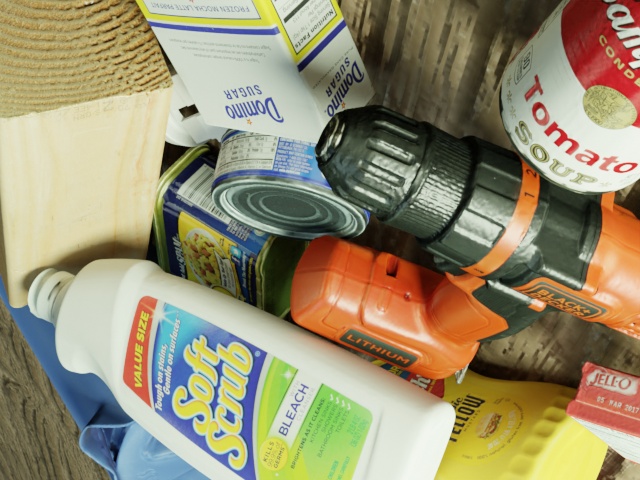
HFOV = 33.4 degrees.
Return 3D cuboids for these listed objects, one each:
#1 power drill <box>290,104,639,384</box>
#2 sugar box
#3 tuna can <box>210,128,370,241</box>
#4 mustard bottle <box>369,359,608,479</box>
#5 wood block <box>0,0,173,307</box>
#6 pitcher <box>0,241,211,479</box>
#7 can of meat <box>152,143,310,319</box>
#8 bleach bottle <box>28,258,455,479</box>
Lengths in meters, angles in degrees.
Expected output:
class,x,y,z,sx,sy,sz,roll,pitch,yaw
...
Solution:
class,x,y,z,sx,sy,sz,roll,pitch,yaw
power drill,0.054,0.011,0.493,0.184,0.057,0.188,25,159,-16
sugar box,-0.048,-0.126,0.473,0.093,0.048,0.176,15,146,42
tuna can,-0.014,-0.029,0.563,0.086,0.033,0.086,10,161,3
mustard bottle,0.063,0.111,0.626,0.192,0.096,0.058,11,140,45
wood block,-0.148,-0.053,0.607,0.206,0.090,0.091,115,136,-59
pitcher,-0.127,0.068,0.753,0.243,0.145,0.149,42,166,39
can of meat,-0.054,0.001,0.671,0.084,0.057,0.102,31,148,19
bleach bottle,-0.059,0.082,0.584,0.251,0.102,0.068,22,-178,22
